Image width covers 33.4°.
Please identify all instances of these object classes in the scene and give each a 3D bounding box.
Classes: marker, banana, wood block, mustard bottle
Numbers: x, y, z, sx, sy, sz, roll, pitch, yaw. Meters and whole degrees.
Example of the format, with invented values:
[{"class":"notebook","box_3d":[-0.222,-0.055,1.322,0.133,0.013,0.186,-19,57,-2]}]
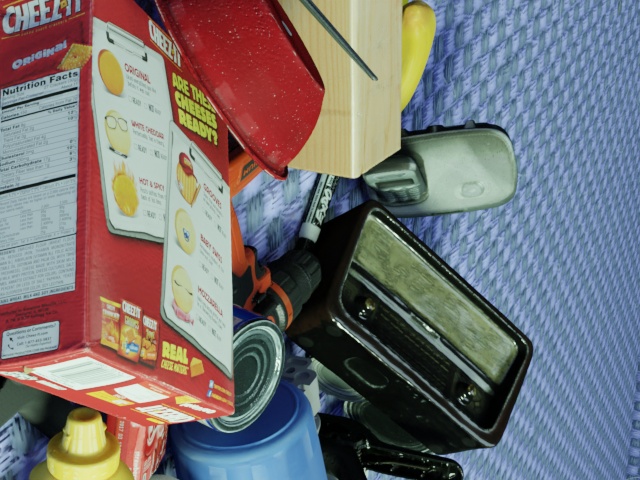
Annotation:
[{"class":"marker","box_3d":[-0.002,-0.029,0.949,0.020,0.020,0.121,50,55,-58]},{"class":"banana","box_3d":[0.074,-0.158,0.952,0.198,0.037,0.069,108,4,-59]},{"class":"wood block","box_3d":[0.007,-0.164,0.833,0.090,0.091,0.206,-36,132,-54]},{"class":"mustard bottle","box_3d":[-0.142,0.185,0.634,0.058,0.096,0.192,-9,118,-31]}]

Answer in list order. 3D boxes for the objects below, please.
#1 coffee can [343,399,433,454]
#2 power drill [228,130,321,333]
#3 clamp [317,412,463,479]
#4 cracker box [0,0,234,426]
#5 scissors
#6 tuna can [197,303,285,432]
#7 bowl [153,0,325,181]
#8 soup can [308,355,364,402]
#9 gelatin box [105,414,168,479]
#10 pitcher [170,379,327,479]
[{"class":"coffee can","box_3d":[0.098,0.133,1.081,0.140,0.103,0.103,-58,147,-36]},{"class":"power drill","box_3d":[-0.055,0.001,0.806,0.184,0.057,0.188,-45,138,-50]},{"class":"clamp","box_3d":[0.039,0.189,0.939,0.120,0.172,0.039,1,107,-34]},{"class":"cracker box","box_3d":[-0.113,-0.017,0.594,0.164,0.072,0.213,42,40,-62]},{"class":"scissors","box_3d":[-0.025,-0.171,0.699,0.016,0.202,0.096,-38,173,1]},{"class":"tuna can","box_3d":[-0.063,0.089,0.743,0.085,0.034,0.086,-31,131,-45]},{"class":"bowl","box_3d":[-0.043,-0.120,0.682,0.162,0.055,0.162,57,10,-16]},{"class":"soup can","box_3d":[0.036,0.095,1.021,0.102,0.069,0.068,-58,147,-36]},{"class":"gelatin box","box_3d":[-0.120,0.119,0.715,0.089,0.030,0.073,-62,160,-85]},{"class":"pitcher","box_3d":[-0.055,0.236,0.837,0.149,0.145,0.243,-60,147,-58]}]
